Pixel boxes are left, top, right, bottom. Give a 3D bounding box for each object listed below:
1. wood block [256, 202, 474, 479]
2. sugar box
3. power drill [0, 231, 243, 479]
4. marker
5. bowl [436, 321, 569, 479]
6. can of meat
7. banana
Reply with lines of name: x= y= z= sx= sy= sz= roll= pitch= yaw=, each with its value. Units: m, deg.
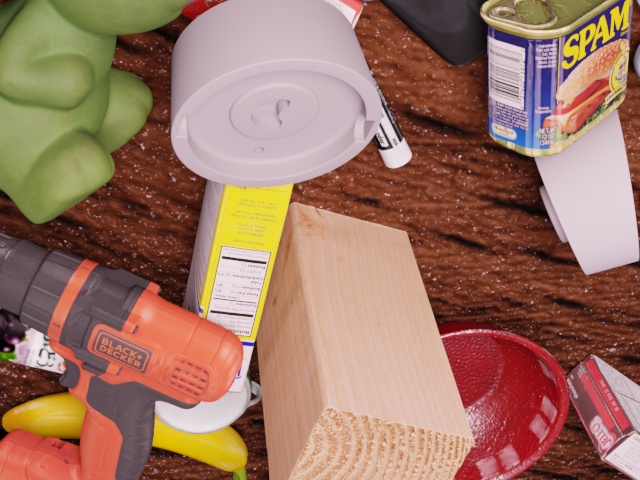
wood block: x=0.017 y=0.075 z=0.668 sx=0.090 sy=0.206 sz=0.090 roll=13 pitch=120 yaw=-16
sugar box: x=-0.054 y=0.001 z=0.678 sx=0.048 sy=0.093 sz=0.176 roll=5 pitch=123 yaw=-11
power drill: x=-0.158 y=0.094 z=0.666 sx=0.184 sy=0.057 sz=0.188 roll=25 pitch=123 yaw=0
marker: x=0.027 y=-0.097 z=0.668 sx=0.020 sy=0.020 sz=0.121 roll=-24 pitch=123 yaw=8
bowl: x=0.099 y=0.115 z=0.797 sx=0.162 sy=0.055 sz=0.162 roll=-3 pitch=124 yaw=-5
can of meat: x=0.141 y=-0.109 z=0.633 sx=0.101 sy=0.058 sz=0.084 roll=-35 pitch=135 yaw=-32
banana: x=-0.132 y=0.143 z=0.795 sx=0.197 sy=0.037 sz=0.070 roll=19 pitch=118 yaw=-19
